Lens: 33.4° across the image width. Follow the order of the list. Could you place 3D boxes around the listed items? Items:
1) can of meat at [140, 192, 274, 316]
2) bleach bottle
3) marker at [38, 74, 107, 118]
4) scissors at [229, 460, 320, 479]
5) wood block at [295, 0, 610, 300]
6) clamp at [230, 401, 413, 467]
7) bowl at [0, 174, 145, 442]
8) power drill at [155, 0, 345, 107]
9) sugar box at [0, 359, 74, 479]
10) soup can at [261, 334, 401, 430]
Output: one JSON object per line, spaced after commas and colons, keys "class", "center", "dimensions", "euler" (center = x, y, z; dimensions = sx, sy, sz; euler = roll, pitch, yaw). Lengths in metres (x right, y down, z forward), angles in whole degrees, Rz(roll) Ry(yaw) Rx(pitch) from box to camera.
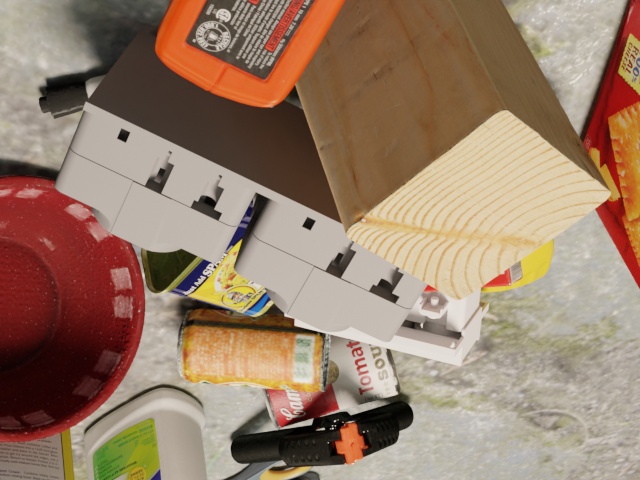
{"class": "can of meat", "center": [-0.055, 0.001, 0.706], "dimensions": [0.083, 0.057, 0.102], "euler": [20, 128, -39]}
{"class": "bleach bottle", "center": [-0.120, 0.242, 0.807], "dimensions": [0.103, 0.251, 0.068], "euler": [-31, 138, 16]}
{"class": "marker", "center": [-0.101, -0.092, 0.612], "dimensions": [0.121, 0.020, 0.020], "euler": [-14, 140, -3]}
{"class": "scissors", "center": [-0.089, 0.222, 0.980], "dimensions": [0.201, 0.016, 0.096], "euler": [2, 135, -22]}
{"class": "wood block", "center": [0.045, -0.086, 0.524], "dimensions": [0.090, 0.206, 0.090], "euler": [-38, 136, 23]}
{"class": "clamp", "center": [0.020, 0.156, 0.861], "dimensions": [0.164, 0.036, 0.210], "euler": [-11, 174, -14]}
{"class": "bowl", "center": [-0.192, 0.041, 0.664], "dimensions": [0.161, 0.162, 0.055], "euler": [19, 168, -35]}
{"class": "power drill", "center": [-0.008, -0.158, 0.442], "dimensions": [0.057, 0.187, 0.185], "euler": [23, 129, -14]}
{"class": "sugar box", "center": [-0.212, 0.117, 0.690], "dimensions": [0.093, 0.176, 0.048], "euler": [15, 128, -32]}
{"class": "soup can", "center": [0.005, 0.101, 0.832], "dimensions": [0.102, 0.068, 0.068], "euler": [-16, 140, 0]}
